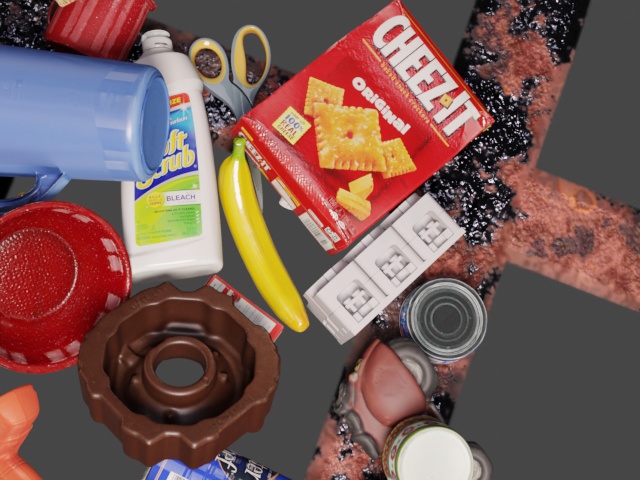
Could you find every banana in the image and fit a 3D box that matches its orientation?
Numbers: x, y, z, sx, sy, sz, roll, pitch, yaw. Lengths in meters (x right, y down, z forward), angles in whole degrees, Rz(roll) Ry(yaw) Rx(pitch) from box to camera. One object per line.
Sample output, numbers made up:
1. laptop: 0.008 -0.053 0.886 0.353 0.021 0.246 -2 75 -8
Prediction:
1. banana: -0.063 -0.001 1.054 0.037 0.070 0.198 -21 90 -15

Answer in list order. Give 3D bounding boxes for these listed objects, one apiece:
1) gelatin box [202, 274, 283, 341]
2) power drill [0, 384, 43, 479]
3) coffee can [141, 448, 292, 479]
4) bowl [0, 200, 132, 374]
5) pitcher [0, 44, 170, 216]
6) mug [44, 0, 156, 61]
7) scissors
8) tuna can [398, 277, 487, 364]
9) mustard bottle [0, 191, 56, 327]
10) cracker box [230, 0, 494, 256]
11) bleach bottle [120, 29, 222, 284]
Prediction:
1. gelatin box: -0.093 0.089 1.052 0.089 0.030 0.073 37 78 2
2. power drill: -0.236 0.224 0.947 0.188 0.185 0.057 52 35 11
3. coffee can: -0.097 0.243 0.983 0.140 0.103 0.102 26 77 -1
4. bowl: -0.258 0.038 0.981 0.161 0.055 0.162 -9 108 -30
5. pitcher: -0.271 -0.108 0.991 0.243 0.145 0.149 6 120 7
6. mug: -0.232 -0.222 1.072 0.117 0.093 0.081 21 84 31
7. scissors: -0.096 -0.129 1.102 0.096 0.016 0.202 7 78 -4
8. tuna can: 0.124 0.081 1.078 0.086 0.034 0.086 1 79 -7
9. mustard bottle: -0.313 0.025 1.021 0.096 0.058 0.191 35 77 -10
10. cracker box: 0.044 -0.115 1.072 0.213 0.072 0.164 -40 93 -17
11. bleach bottle: -0.159 -0.088 1.064 0.102 0.068 0.251 -8 77 -4
